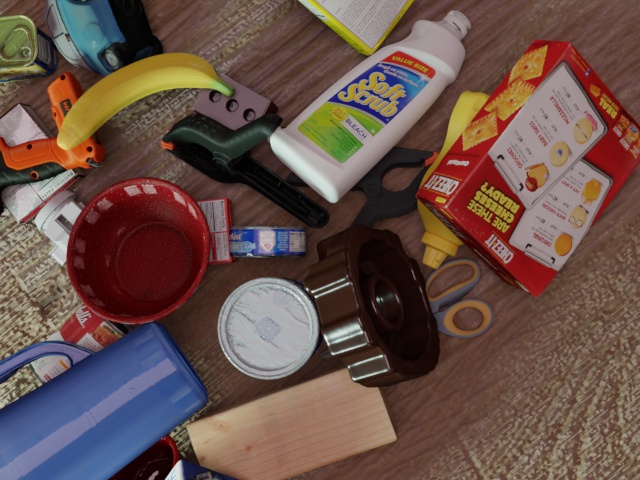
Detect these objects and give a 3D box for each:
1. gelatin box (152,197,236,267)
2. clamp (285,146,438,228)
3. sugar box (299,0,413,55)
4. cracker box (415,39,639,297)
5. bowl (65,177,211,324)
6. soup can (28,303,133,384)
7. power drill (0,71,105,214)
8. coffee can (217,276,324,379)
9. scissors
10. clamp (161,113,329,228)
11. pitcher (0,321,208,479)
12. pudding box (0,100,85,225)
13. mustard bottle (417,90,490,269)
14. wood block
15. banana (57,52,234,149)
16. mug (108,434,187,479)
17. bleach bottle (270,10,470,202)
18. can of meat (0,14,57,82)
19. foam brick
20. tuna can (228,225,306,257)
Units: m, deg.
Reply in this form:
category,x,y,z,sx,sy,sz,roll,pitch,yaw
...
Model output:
category,x,y,z,sx,sy,sz,roll,pitch,yaw
gelatin box,-0.142,-0.007,1.203,0.089,0.030,0.073,-6,86,5
clamp,0.057,-0.043,1.185,0.171,0.039,0.120,-18,87,5
sugar box,0.014,-0.290,1.157,0.176,0.048,0.093,37,90,-23
cracker box,0.225,-0.076,1.116,0.164,0.072,0.213,41,84,-28
bowl,-0.189,0.016,1.154,0.162,0.055,0.162,-3,75,11
soup can,-0.266,0.119,1.188,0.102,0.068,0.068,-44,86,2
power drill,-0.345,-0.116,1.170,0.187,0.057,0.184,-22,91,2
coffee can,-0.048,0.090,1.137,0.103,0.140,0.103,0,88,4
scissors,0.106,0.101,1.187,0.202,0.016,0.096,-40,84,2
clamp,-0.088,-0.085,1.162,0.210,0.164,0.036,14,57,41
pitcher,-0.250,0.182,1.117,0.242,0.145,0.149,-34,130,-7
pudding box,-0.338,-0.088,1.217,0.090,0.039,0.113,-39,88,0
mustard bottle,0.159,-0.059,1.162,0.096,0.058,0.191,25,91,-28
wood block,-0.028,0.202,1.156,0.206,0.091,0.090,-20,87,3
banana,-0.194,-0.158,1.137,0.197,0.037,0.070,-21,63,-13
mug,-0.182,0.265,1.163,0.117,0.081,0.093,19,62,44
bleach bottle,0.066,-0.162,1.166,0.102,0.068,0.250,41,79,11
can of meat,-0.355,-0.212,1.199,0.102,0.084,0.057,-6,87,4
foam brick,-0.095,-0.147,1.194,0.078,0.051,0.053,29,90,4
tuna can,-0.058,0.001,1.169,0.086,0.086,0.034,0,90,4
